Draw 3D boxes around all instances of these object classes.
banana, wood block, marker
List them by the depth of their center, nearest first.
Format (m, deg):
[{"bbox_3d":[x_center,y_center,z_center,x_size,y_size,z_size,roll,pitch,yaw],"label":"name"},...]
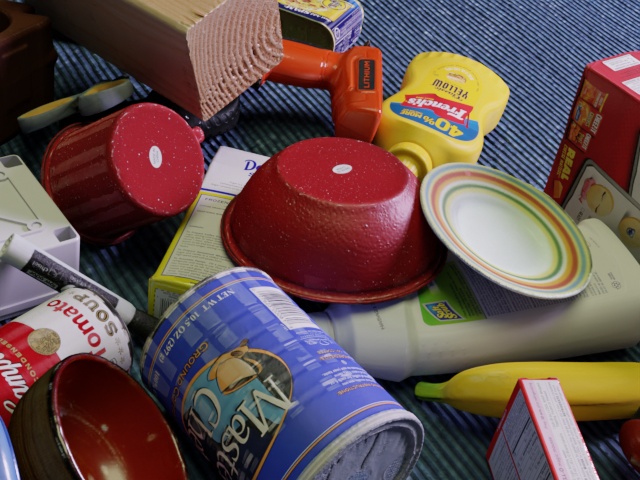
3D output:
[{"bbox_3d":[-0.150,0.034,0.689,0.121,0.020,0.020,34,32,-23],"label":"marker"},{"bbox_3d":[0.166,0.096,0.703,0.197,0.037,0.070,3,7,-14],"label":"banana"},{"bbox_3d":[-0.136,-0.190,0.817,0.206,0.090,0.090,33,61,27],"label":"wood block"}]

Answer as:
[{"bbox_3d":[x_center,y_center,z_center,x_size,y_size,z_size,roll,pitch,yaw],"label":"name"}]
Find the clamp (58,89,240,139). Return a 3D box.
[{"bbox_3d":[-0.132,-0.106,0.897,0.120,0.039,0.171,27,37,11],"label":"clamp"}]

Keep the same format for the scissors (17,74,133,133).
[{"bbox_3d":[-0.189,-0.111,0.840,0.096,0.016,0.202,-21,15,-9],"label":"scissors"}]

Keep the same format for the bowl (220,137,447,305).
[{"bbox_3d":[0.013,-0.026,0.737,0.162,0.055,0.162,5,34,-4],"label":"bowl"}]

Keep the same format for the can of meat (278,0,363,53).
[{"bbox_3d":[-0.018,-0.211,1.040,0.102,0.057,0.083,22,38,14],"label":"can of meat"}]

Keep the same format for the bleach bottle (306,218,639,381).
[{"bbox_3d":[0.102,0.045,0.750,0.250,0.068,0.103,-7,40,-18],"label":"bleach bottle"}]

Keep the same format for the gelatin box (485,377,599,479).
[{"bbox_3d":[0.131,0.138,0.631,0.030,0.073,0.089,2,39,-13],"label":"gelatin box"}]

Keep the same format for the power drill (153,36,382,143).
[{"bbox_3d":[-0.043,-0.132,0.888,0.187,0.057,0.184,16,45,-11],"label":"power drill"}]

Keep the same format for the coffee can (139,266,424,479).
[{"bbox_3d":[-0.024,0.097,0.619,0.102,0.103,0.140,-22,49,-35],"label":"coffee can"}]

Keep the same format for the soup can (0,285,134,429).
[{"bbox_3d":[-0.170,0.078,0.634,0.069,0.068,0.102,33,42,24],"label":"soup can"}]

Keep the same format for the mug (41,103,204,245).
[{"bbox_3d":[-0.129,-0.054,0.763,0.082,0.093,0.117,-14,13,45],"label":"mug"}]

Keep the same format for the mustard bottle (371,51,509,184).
[{"bbox_3d":[0.096,-0.097,0.926,0.096,0.058,0.191,25,40,8],"label":"mustard bottle"}]

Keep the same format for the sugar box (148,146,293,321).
[{"bbox_3d":[-0.055,0.001,0.777,0.093,0.048,0.176,14,35,4],"label":"sugar box"}]
